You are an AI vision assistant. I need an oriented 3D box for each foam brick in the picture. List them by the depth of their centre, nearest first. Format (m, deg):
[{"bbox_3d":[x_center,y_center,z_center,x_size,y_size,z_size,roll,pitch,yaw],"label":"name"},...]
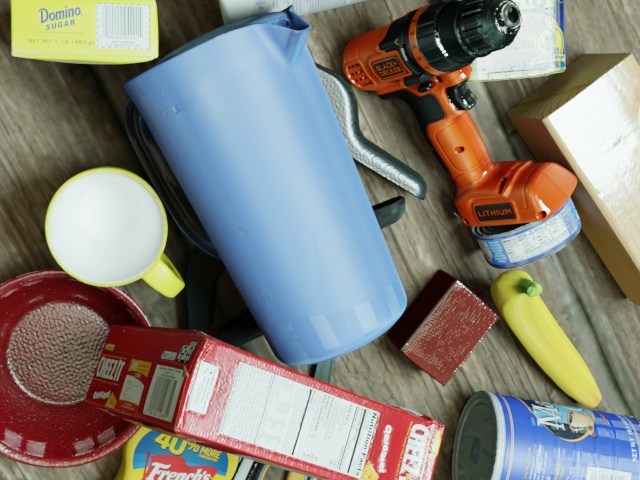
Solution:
[{"bbox_3d":[0.104,0.073,0.906,0.051,0.053,0.078,38,93,-13],"label":"foam brick"}]

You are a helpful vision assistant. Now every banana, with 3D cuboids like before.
[{"bbox_3d":[0.185,0.078,0.903,0.037,0.070,0.197,-36,135,5],"label":"banana"}]

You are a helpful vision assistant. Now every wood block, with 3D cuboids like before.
[{"bbox_3d":[0.258,-0.046,0.892,0.090,0.091,0.206,-37,103,-2],"label":"wood block"}]

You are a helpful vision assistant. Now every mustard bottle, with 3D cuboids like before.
[{"bbox_3d":[-0.121,0.187,0.886,0.096,0.058,0.192,24,94,-15],"label":"mustard bottle"}]

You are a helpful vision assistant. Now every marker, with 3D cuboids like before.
[{"bbox_3d":[-0.065,0.195,0.916,0.020,0.020,0.121,25,95,-13],"label":"marker"}]

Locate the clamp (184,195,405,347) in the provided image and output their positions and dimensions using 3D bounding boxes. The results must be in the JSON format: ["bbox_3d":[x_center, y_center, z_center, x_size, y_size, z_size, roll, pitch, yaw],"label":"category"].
[{"bbox_3d":[-0.056,0.001,0.862,0.164,0.036,0.210,38,104,-2],"label":"clamp"}]

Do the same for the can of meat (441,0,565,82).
[{"bbox_3d":[0.149,-0.175,0.870,0.102,0.057,0.084,-6,103,-8],"label":"can of meat"}]

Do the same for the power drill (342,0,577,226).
[{"bbox_3d":[0.120,-0.099,0.825,0.057,0.185,0.187,-45,111,-25],"label":"power drill"}]

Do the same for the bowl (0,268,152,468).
[{"bbox_3d":[-0.209,0.097,0.857,0.162,0.055,0.162,-2,100,-9],"label":"bowl"}]

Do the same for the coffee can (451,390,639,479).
[{"bbox_3d":[0.196,0.190,0.915,0.140,0.103,0.103,11,98,-11],"label":"coffee can"}]

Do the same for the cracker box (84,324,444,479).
[{"bbox_3d":[-0.042,0.127,0.788,0.213,0.164,0.072,24,76,-29],"label":"cracker box"}]

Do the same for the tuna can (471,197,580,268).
[{"bbox_3d":[0.171,-0.012,0.886,0.086,0.086,0.034,-28,106,-4],"label":"tuna can"}]

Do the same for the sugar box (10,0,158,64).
[{"bbox_3d":[-0.164,-0.149,0.761,0.093,0.176,0.048,1,101,-10],"label":"sugar box"}]

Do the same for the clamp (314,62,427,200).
[{"bbox_3d":[0.012,-0.082,0.871,0.120,0.039,0.171,-20,106,-5],"label":"clamp"}]

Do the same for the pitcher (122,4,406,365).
[{"bbox_3d":[-0.040,-0.035,0.779,0.145,0.149,0.243,-26,100,-7],"label":"pitcher"}]
